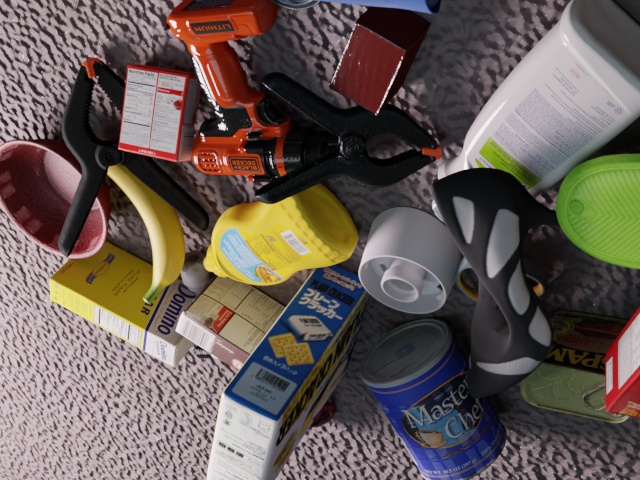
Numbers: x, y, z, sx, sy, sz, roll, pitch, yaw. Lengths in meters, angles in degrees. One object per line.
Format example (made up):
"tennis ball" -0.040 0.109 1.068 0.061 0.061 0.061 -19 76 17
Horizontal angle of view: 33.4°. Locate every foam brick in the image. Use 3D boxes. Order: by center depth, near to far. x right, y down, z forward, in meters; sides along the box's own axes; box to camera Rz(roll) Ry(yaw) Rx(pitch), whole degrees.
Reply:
"foam brick" 0.050 -0.158 0.916 0.051 0.052 0.078 32 136 7

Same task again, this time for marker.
"marker" -0.103 0.136 1.285 0.121 0.020 0.020 0 125 33

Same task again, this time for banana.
"banana" -0.195 -0.031 1.173 0.037 0.069 0.198 -1 111 64

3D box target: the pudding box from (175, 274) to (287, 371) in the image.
"pudding box" -0.089 0.093 1.190 0.113 0.089 0.039 33 135 7

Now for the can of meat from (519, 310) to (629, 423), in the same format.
"can of meat" 0.247 0.114 0.989 0.102 0.083 0.057 9 129 28

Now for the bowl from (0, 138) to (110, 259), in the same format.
"bowl" -0.297 -0.059 1.225 0.162 0.055 0.162 18 133 20

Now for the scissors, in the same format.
"scissors" 0.156 0.006 0.963 0.096 0.016 0.201 6 150 15

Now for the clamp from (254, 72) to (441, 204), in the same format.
"clamp" 0.021 -0.096 0.953 0.171 0.039 0.120 -6 118 -3

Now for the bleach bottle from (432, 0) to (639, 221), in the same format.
"bleach bottle" 0.169 -0.091 0.889 0.102 0.068 0.251 42 139 -4

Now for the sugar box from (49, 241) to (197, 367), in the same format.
"sugar box" -0.219 0.069 1.253 0.176 0.093 0.048 24 135 14

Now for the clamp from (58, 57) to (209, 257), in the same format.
"clamp" -0.226 -0.084 1.125 0.164 0.036 0.210 -18 106 3

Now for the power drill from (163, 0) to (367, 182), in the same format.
"power drill" -0.056 -0.139 0.998 0.185 0.057 0.187 2 125 25

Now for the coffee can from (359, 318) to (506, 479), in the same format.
"coffee can" 0.117 0.166 1.105 0.103 0.102 0.140 -12 118 39

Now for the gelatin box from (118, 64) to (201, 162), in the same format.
"gelatin box" -0.161 -0.128 1.071 0.073 0.030 0.089 13 100 24

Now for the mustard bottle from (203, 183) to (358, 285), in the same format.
"mustard bottle" -0.057 0.001 1.114 0.192 0.058 0.096 -21 122 42
